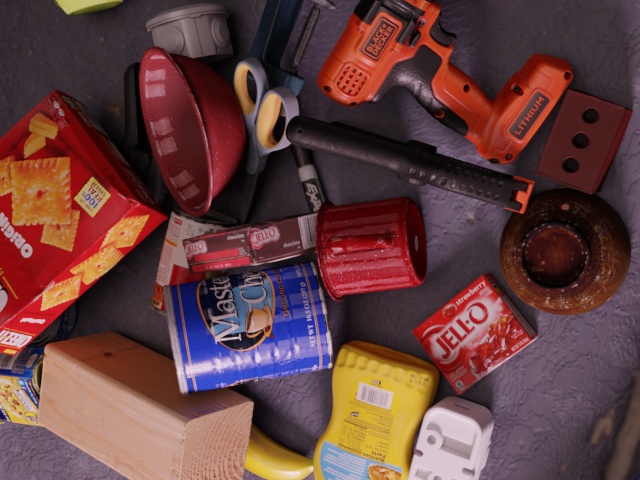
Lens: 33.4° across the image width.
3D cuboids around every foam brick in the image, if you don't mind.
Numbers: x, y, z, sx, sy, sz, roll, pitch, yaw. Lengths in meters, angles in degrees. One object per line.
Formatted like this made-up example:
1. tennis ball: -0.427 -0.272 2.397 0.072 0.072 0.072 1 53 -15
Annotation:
1. foam brick: 0.224 -0.084 0.904 0.053 0.051 0.078 23 102 20

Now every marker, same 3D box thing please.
1. marker: -0.005 -0.040 1.023 0.020 0.020 0.121 -18 87 23

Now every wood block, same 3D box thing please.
1. wood block: -0.174 0.168 1.042 0.206 0.090 0.090 20 108 37

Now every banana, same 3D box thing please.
1. banana: -0.077 0.177 1.064 0.198 0.037 0.069 42 79 12

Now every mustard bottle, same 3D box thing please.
1. mustard bottle: 0.044 0.197 0.997 0.096 0.058 0.192 16 99 17

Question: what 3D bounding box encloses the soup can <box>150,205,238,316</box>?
1. soup can: -0.124 0.023 1.053 0.069 0.068 0.102 18 100 21

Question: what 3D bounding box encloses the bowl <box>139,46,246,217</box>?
1. bowl: -0.113 -0.106 0.990 0.162 0.055 0.162 45 144 45

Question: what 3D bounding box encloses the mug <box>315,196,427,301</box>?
1. mug: 0.045 0.004 0.956 0.082 0.117 0.093 -7 83 19

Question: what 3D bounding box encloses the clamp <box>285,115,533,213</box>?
1. clamp: 0.080 -0.070 0.933 0.210 0.164 0.036 17 99 4

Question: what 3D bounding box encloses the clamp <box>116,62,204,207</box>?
1. clamp: -0.183 -0.092 1.087 0.120 0.039 0.171 41 102 20

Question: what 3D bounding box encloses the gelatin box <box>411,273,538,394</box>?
1. gelatin box: 0.138 0.084 0.965 0.089 0.030 0.073 -40 78 20

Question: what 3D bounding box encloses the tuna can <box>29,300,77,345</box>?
1. tuna can: -0.306 0.075 1.154 0.086 0.033 0.086 2 94 23

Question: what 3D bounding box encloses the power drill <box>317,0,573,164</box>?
1. power drill: 0.116 -0.163 0.895 0.187 0.057 0.185 29 109 -15

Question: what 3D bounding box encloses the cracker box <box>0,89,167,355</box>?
1. cracker box: -0.283 -0.019 1.051 0.214 0.072 0.164 -41 68 6

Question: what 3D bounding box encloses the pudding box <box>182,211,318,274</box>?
1. pudding box: -0.056 0.001 0.986 0.090 0.113 0.039 -8 92 42

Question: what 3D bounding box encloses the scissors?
1. scissors: -0.068 -0.092 0.993 0.096 0.016 0.202 61 150 14

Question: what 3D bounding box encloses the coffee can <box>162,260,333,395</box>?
1. coffee can: -0.067 0.080 0.984 0.140 0.103 0.103 -10 90 -7

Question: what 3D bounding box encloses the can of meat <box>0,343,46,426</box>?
1. can of meat: -0.312 0.152 1.131 0.084 0.057 0.102 4 133 20
